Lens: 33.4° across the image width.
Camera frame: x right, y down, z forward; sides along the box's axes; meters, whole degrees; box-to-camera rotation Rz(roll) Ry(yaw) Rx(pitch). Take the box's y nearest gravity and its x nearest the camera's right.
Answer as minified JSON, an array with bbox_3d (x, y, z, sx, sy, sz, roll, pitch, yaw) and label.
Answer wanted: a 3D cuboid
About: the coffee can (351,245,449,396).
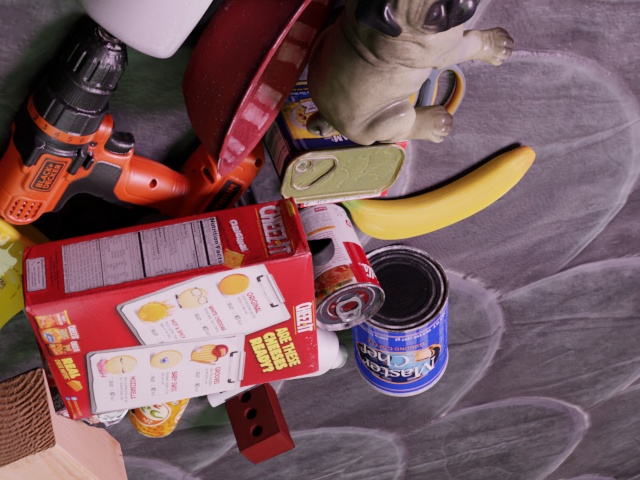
[{"bbox_3d":[0.082,0.086,1.113,0.102,0.103,0.140,-19,145,-7],"label":"coffee can"}]

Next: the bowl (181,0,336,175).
[{"bbox_3d":[-0.050,-0.127,0.745,0.162,0.055,0.162,-58,177,-5],"label":"bowl"}]

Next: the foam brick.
[{"bbox_3d":[-0.071,0.203,1.207,0.053,0.078,0.051,-26,147,4],"label":"foam brick"}]

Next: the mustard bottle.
[{"bbox_3d":[-0.300,0.059,0.847,0.191,0.058,0.096,-46,131,4],"label":"mustard bottle"}]

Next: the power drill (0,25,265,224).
[{"bbox_3d":[-0.139,-0.073,0.812,0.187,0.057,0.185,11,135,-37],"label":"power drill"}]

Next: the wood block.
[{"bbox_3d":[-0.278,0.227,1.106,0.090,0.091,0.206,-22,146,0],"label":"wood block"}]

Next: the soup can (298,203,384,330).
[{"bbox_3d":[0.009,0.023,0.985,0.068,0.102,0.068,-16,145,-11],"label":"soup can"}]

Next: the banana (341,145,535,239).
[{"bbox_3d":[0.112,-0.039,1.018,0.197,0.037,0.070,-16,146,-11],"label":"banana"}]

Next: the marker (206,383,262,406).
[{"bbox_3d":[-0.069,0.152,1.189,0.121,0.020,0.020,-25,146,3],"label":"marker"}]

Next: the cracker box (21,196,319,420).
[{"bbox_3d":[-0.114,0.057,0.854,0.213,0.072,0.164,-11,141,-6],"label":"cracker box"}]

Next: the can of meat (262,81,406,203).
[{"bbox_3d":[0.005,-0.082,0.855,0.102,0.084,0.057,-8,143,-22],"label":"can of meat"}]
